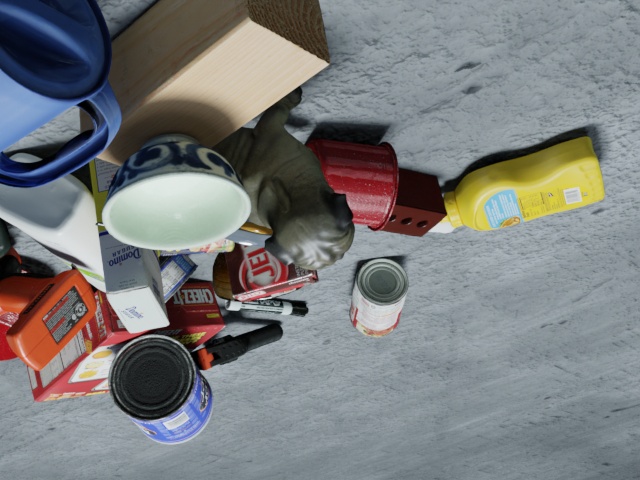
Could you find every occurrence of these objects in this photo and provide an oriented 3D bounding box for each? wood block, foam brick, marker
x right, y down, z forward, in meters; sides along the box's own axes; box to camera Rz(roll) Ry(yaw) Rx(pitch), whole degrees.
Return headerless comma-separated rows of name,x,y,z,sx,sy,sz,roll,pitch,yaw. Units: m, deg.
wood block,-0.101,-0.144,0.879,0.206,0.090,0.090,-30,146,34
foam brick,0.091,-0.042,1.177,0.078,0.051,0.053,8,147,-31
marker,-0.068,0.087,1.402,0.120,0.020,0.020,8,147,-32

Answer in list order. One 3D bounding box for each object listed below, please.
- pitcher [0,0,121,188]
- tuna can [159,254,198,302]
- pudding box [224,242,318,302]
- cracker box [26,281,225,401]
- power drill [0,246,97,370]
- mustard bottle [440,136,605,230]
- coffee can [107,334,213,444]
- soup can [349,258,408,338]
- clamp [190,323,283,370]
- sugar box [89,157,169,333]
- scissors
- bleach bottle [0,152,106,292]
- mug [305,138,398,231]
pitcher,-0.278,-0.110,0.834,0.243,0.149,0.144,-27,162,35
tuna can,-0.181,0.048,1.221,0.033,0.086,0.086,45,132,-7
pudding box,-0.057,0.001,1.141,0.090,0.113,0.039,-16,160,9
cracker box,-0.248,0.125,1.337,0.163,0.072,0.214,-1,152,-43
power drill,-0.332,0.075,1.073,0.188,0.184,0.057,9,137,35
mustard bottle,0.215,-0.054,1.190,0.192,0.058,0.096,-17,151,11
coffee can,-0.189,0.181,1.279,0.103,0.103,0.140,-10,159,-1
soup can,0.075,0.075,1.376,0.068,0.068,0.102,-7,152,-7
clamp,-0.133,0.148,1.425,0.120,0.039,0.171,-25,173,24
sugar box,-0.183,-0.011,1.007,0.048,0.176,0.093,-10,153,0
scissors,-0.107,-0.009,0.973,0.096,0.016,0.201,21,-165,22
bleach bottle,-0.251,0.000,1.115,0.103,0.068,0.251,26,165,15
mug,0.020,-0.060,1.095,0.081,0.093,0.117,6,-175,-19
